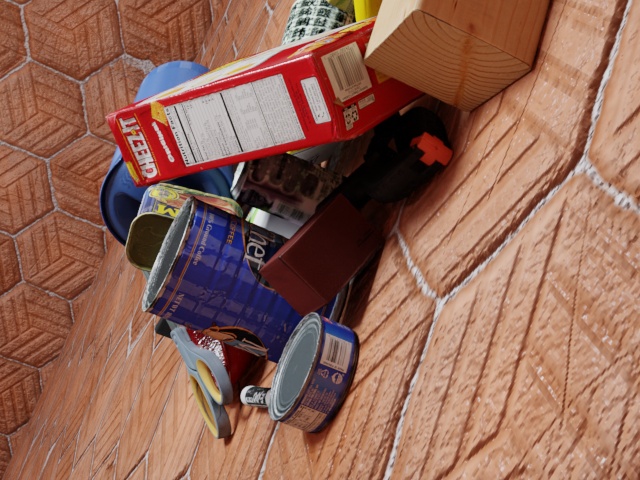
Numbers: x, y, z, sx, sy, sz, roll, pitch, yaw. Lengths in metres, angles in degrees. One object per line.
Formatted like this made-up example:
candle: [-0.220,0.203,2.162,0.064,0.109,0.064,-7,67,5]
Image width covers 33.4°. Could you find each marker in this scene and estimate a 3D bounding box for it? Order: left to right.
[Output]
marker: [-0.044,0.134,0.907,0.020,0.020,0.121,-70,15,-13]

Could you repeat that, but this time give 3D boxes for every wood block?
wood block: [0.112,-0.209,0.744,0.091,0.090,0.206,-32,38,65]

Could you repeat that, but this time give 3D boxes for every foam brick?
foam brick: [0.001,0.012,0.824,0.078,0.053,0.051,-46,5,-28]

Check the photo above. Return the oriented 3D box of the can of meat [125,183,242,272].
can of meat: [-0.121,-0.007,0.979,0.084,0.102,0.057,-94,19,-65]

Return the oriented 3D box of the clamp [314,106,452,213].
clamp: [0.048,-0.056,0.833,0.120,0.039,0.171,-65,15,0]

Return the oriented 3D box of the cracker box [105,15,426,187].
cracker box: [-0.033,-0.111,0.835,0.214,0.072,0.163,-9,17,38]

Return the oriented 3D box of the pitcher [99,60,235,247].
pitcher: [-0.150,-0.088,1.143,0.243,0.145,0.149,-93,25,-57]

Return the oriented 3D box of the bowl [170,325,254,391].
bowl: [-0.105,0.073,1.050,0.162,0.055,0.162,48,150,39]

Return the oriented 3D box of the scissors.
scissors: [-0.127,0.093,1.026,0.202,0.016,0.096,64,152,17]

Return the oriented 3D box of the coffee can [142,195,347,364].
coffee can: [-0.062,0.037,0.879,0.103,0.140,0.103,-58,17,29]

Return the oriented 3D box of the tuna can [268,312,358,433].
tuna can: [-0.006,0.099,0.797,0.086,0.033,0.086,-58,17,29]
